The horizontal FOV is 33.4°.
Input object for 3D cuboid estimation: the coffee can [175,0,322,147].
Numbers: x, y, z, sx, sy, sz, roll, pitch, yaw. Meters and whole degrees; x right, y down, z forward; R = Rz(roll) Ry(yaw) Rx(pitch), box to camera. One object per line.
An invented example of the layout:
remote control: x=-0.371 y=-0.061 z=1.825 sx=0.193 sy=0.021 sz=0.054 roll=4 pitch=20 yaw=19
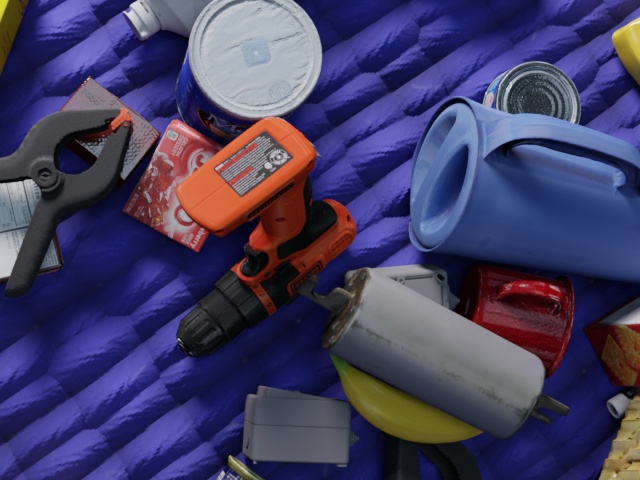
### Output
coffee can: x=-0.063 y=-0.135 z=0.875 sx=0.102 sy=0.140 sz=0.103 roll=1 pitch=84 yaw=-12

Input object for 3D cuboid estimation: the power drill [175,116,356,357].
power drill: x=-0.056 y=0.001 z=0.846 sx=0.184 sy=0.187 sz=0.057 roll=-41 pitch=66 yaw=-14

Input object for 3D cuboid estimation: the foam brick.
foam brick: x=-0.180 y=-0.089 z=0.892 sx=0.078 sy=0.051 sz=0.053 roll=39 pitch=77 yaw=-6

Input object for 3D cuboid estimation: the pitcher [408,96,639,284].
pitcher: x=0.208 y=-0.036 z=0.913 sx=0.242 sy=0.149 sz=0.145 roll=12 pitch=108 yaw=-18

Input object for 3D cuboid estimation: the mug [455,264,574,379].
mug: x=0.168 y=0.063 z=0.919 sx=0.081 sy=0.117 sz=0.093 roll=13 pitch=67 yaw=-6

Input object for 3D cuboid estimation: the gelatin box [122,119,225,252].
gelatin box: x=-0.113 y=-0.046 z=0.897 sx=0.073 sy=0.030 sz=0.089 roll=29 pitch=104 yaw=-8

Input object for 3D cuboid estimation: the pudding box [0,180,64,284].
pudding box: x=-0.275 y=-0.008 z=0.872 sx=0.113 sy=0.039 sz=0.090 roll=-13 pitch=87 yaw=-14

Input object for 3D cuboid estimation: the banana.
banana: x=0.093 y=0.137 z=0.902 sx=0.197 sy=0.037 sz=0.069 roll=17 pitch=68 yaw=-30

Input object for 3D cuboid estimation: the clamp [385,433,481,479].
clamp: x=0.106 y=0.242 z=0.902 sx=0.164 sy=0.036 sz=0.210 roll=-25 pitch=79 yaw=-38

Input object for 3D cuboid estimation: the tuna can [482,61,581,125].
tuna can: x=0.195 y=-0.121 z=0.982 sx=0.086 sy=0.034 sz=0.086 roll=1 pitch=84 yaw=-12

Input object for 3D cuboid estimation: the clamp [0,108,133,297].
clamp: x=-0.214 y=-0.038 z=0.842 sx=0.171 sy=0.039 sz=0.120 roll=-29 pitch=98 yaw=-2
